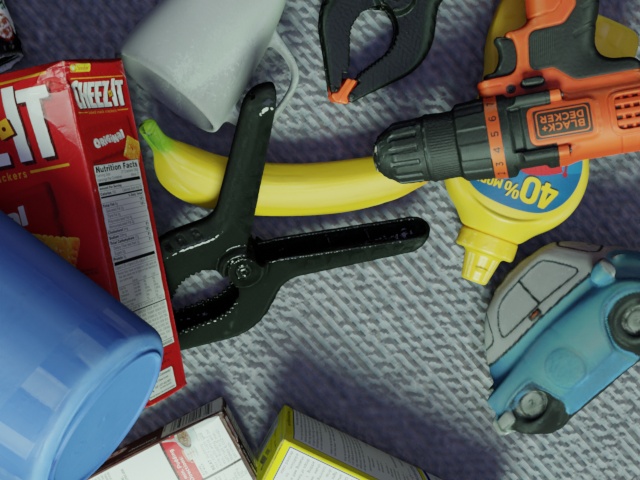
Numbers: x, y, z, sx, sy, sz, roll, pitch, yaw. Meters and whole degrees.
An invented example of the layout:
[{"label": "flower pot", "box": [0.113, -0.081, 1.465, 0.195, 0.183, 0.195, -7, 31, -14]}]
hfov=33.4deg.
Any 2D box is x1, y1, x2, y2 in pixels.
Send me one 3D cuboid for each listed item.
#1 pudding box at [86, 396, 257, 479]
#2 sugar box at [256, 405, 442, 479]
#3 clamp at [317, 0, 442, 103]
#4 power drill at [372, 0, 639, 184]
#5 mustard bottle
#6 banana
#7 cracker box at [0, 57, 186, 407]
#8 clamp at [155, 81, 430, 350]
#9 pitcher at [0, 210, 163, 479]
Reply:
[{"label": "pudding box", "box": [-0.096, 0.174, 0.733, 0.113, 0.039, 0.090, -27, 96, 2]}, {"label": "sugar box", "box": [0.044, 0.174, 0.712, 0.176, 0.093, 0.048, 29, 94, -4]}, {"label": "clamp", "box": [0.060, -0.166, 0.717, 0.120, 0.039, 0.171, 19, 97, 1]}, {"label": "power drill", "box": [0.114, -0.133, 0.664, 0.184, 0.057, 0.187, -8, 89, 10]}, {"label": "mustard bottle", "box": [0.136, -0.062, 0.717, 0.096, 0.058, 0.191, 20, 93, 0]}, {"label": "banana", "box": [-0.025, -0.041, 0.708, 0.197, 0.070, 0.037, 4, 67, -15]}, {"label": "cracker box", "box": [-0.189, 0.006, 0.672, 0.164, 0.072, 0.214, -8, 96, 23]}, {"label": "clamp", "box": [-0.055, 0.001, 0.693, 0.210, 0.036, 0.164, -33, 125, 14]}, {"label": "pitcher", "box": [-0.212, 0.038, 0.587, 0.243, 0.149, 0.145, 33, 94, 12]}]
